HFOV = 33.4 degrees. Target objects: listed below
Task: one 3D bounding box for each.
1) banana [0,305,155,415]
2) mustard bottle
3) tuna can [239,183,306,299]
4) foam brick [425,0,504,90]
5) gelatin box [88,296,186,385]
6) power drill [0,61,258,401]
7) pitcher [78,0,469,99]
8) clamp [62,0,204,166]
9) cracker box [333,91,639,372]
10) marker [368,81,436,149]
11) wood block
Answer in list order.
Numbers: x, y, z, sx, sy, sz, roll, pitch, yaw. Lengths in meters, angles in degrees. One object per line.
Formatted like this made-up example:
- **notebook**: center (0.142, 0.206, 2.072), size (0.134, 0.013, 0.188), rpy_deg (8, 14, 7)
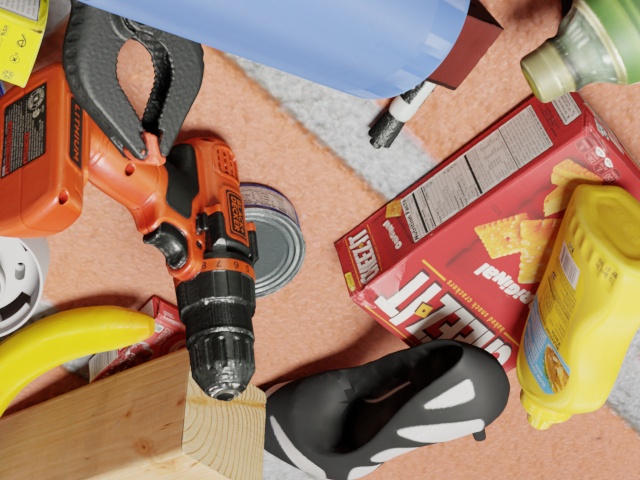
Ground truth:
- **banana**: center (-0.213, 0.098, 0.807), size (0.198, 0.037, 0.069), rpy_deg (-40, 95, 14)
- **mustard bottle**: center (0.177, 0.062, 0.739), size (0.058, 0.096, 0.192), rpy_deg (1, 130, -13)
- **tuna can**: center (-0.055, 0.001, 0.774), size (0.086, 0.034, 0.086), rpy_deg (-6, 130, -8)
- **foam brick**: center (0.062, -0.135, 0.662), size (0.078, 0.053, 0.051), rpy_deg (8, 131, -43)
- **gelatin box**: center (-0.126, 0.093, 0.836), size (0.073, 0.030, 0.089), rpy_deg (32, 117, -32)
- **power drill**: center (-0.108, -0.008, 0.638), size (0.057, 0.184, 0.187), rpy_deg (-26, 146, 24)
- **pitcher**: center (-0.039, -0.162, 0.528), size (0.242, 0.145, 0.149), rpy_deg (16, 96, -44)
- **clamp**: center (-0.112, -0.127, 0.572), size (0.120, 0.039, 0.171), rpy_deg (0, 93, -24)
- **cracker box**: center (0.145, 0.006, 0.797), size (0.214, 0.072, 0.164), rpy_deg (-37, 127, 19)
- **marker**: center (0.071, -0.109, 0.720), size (0.020, 0.020, 0.121), rpy_deg (23, 121, -28)
- **wood block**: center (-0.152, 0.164, 0.815), size (0.206, 0.090, 0.090), rpy_deg (-23, 135, 27)
